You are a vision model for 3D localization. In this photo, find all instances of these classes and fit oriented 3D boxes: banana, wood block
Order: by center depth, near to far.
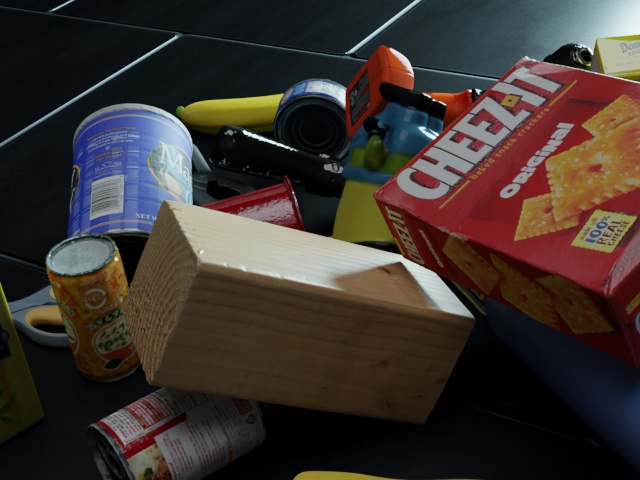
[{"bbox_3d":[-0.014,0.050,0.712,0.205,0.090,0.091,13,22,-28],"label":"wood block"},{"bbox_3d":[-0.067,-0.142,1.155,0.198,0.037,0.069,-3,34,7],"label":"banana"}]

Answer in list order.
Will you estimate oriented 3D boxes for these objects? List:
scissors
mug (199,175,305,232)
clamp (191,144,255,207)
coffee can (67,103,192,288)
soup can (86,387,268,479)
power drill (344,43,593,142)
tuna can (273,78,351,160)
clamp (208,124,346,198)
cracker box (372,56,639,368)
[{"bbox_3d":[-0.263,0.053,0.910,0.202,0.016,0.096,8,34,22],"label":"scissors"},{"bbox_3d":[-0.056,0.001,0.895,0.081,0.093,0.117,-15,2,-4],"label":"mug"},{"bbox_3d":[-0.111,-0.050,1.009,0.172,0.039,0.120,26,37,22],"label":"clamp"},{"bbox_3d":[-0.157,-0.029,0.887,0.103,0.103,0.140,-7,51,0],"label":"coffee can"},{"bbox_3d":[-0.094,0.129,0.710,0.102,0.068,0.069,-26,37,-28],"label":"soup can"},{"bbox_3d":[0.128,-0.127,0.950,0.187,0.185,0.057,4,68,-19],"label":"power drill"},{"bbox_3d":[-0.003,-0.114,1.054,0.086,0.086,0.033,0,35,10],"label":"tuna can"},{"bbox_3d":[-0.005,-0.059,0.960,0.209,0.036,0.165,15,-2,-14],"label":"clamp"},{"bbox_3d":[0.162,-0.031,0.682,0.164,0.072,0.214,-42,37,-16],"label":"cracker box"}]
